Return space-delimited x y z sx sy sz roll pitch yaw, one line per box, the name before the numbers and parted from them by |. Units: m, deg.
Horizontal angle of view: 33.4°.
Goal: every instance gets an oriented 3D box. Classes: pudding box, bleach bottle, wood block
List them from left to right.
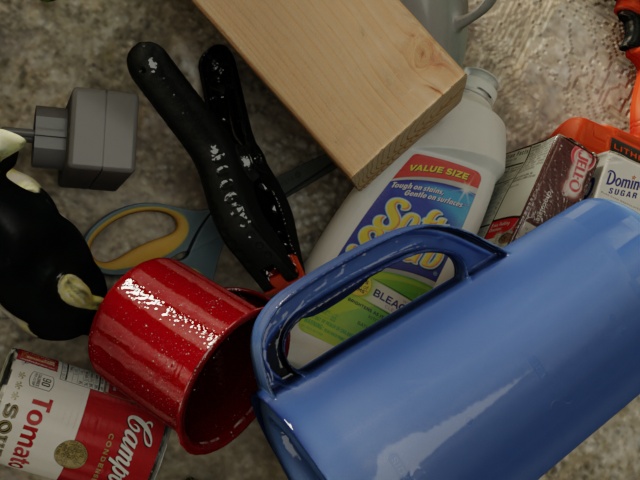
wood block | -0.013 -0.139 0.656 0.091 0.090 0.206 -42 84 3
bleach bottle | 0.052 -0.011 0.713 0.102 0.068 0.250 27 73 -1
pudding box | 0.133 -0.010 0.724 0.039 0.090 0.113 30 78 -11

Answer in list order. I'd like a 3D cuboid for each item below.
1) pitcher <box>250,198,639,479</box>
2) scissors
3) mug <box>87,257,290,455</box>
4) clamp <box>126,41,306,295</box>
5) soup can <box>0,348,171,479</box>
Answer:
pitcher | 0.086 0.070 0.597 0.242 0.149 0.145 -33 54 -14
scissors | -0.055 0.001 0.702 0.201 0.016 0.096 -14 90 -18
mug | -0.070 0.057 0.616 0.082 0.093 0.117 29 39 27
clamp | -0.060 -0.049 0.650 0.039 0.120 0.171 -28 81 26
soup can | -0.146 0.110 0.636 0.102 0.069 0.068 20 79 -14
